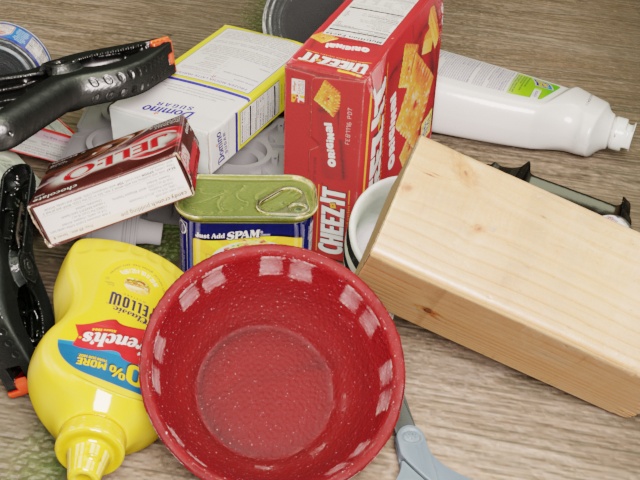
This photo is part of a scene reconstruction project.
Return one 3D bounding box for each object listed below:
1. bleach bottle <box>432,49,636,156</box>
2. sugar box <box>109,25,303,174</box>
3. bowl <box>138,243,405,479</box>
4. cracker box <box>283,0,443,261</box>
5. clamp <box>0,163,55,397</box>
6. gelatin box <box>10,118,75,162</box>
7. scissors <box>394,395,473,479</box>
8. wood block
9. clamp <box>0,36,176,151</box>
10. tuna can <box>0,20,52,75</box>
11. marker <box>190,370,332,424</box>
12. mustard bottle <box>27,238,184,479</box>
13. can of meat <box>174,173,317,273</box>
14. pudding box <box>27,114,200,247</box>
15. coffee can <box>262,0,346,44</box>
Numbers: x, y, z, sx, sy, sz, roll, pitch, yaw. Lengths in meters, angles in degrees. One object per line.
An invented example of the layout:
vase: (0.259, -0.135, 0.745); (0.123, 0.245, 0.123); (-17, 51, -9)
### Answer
bleach bottle: (0.169, -0.126, 1.009); (0.251, 0.068, 0.102); (17, 36, 15)
sugar box: (-0.085, -0.119, 0.882); (0.093, 0.048, 0.176); (18, 41, 21)
bowl: (-0.031, 0.085, 0.661); (0.162, 0.055, 0.162); (4, 64, -8)
cracker box: (0.039, -0.107, 0.880); (0.072, 0.164, 0.213); (13, 36, 16)
clamp: (-0.209, 0.016, 0.716); (0.039, 0.171, 0.120); (-13, 2, 16)
gelatin box: (-0.262, -0.099, 0.925); (0.089, 0.030, 0.073); (13, 18, -48)
scissors: (0.075, 0.135, 0.667); (0.096, 0.016, 0.201); (7, 35, 2)
wood block: (0.133, 0.027, 0.691); (0.206, 0.091, 0.090); (24, 69, 0)
clamp: (-0.204, -0.117, 0.805); (0.165, 0.036, 0.209); (14, 31, 39)
tuna can: (-0.294, -0.158, 0.990); (0.086, 0.086, 0.033); (6, 37, 3)
marker: (-0.026, 0.099, 0.705); (0.121, 0.020, 0.020); (-11, 38, -20)
mustard bottle: (-0.135, 0.080, 0.681); (0.096, 0.058, 0.191); (25, 32, -17)
can of meat: (-0.055, 0.001, 0.786); (0.102, 0.084, 0.057); (0, 35, -5)
pudding box: (-0.143, -0.044, 0.759); (0.113, 0.039, 0.090); (-21, 22, 5)
coffee can: (0.010, -0.209, 1.036); (0.103, 0.103, 0.140); (11, 12, 10)
